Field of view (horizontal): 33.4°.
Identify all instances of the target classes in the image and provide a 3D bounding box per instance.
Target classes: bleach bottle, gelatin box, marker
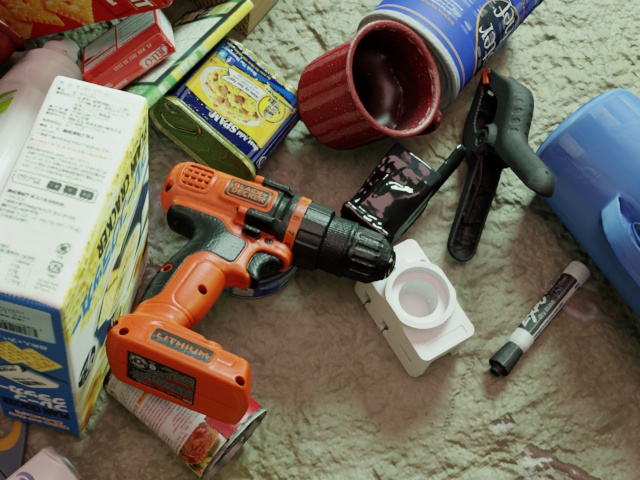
[{"bbox_3d":[-0.235,-0.069,0.807,0.068,0.103,0.250,48,42,-33],"label":"bleach bottle"},{"bbox_3d":[-0.155,-0.154,0.863,0.073,0.089,0.030,-34,117,5],"label":"gelatin box"},{"bbox_3d":[0.175,0.063,0.856,0.020,0.020,0.121,40,69,10],"label":"marker"}]

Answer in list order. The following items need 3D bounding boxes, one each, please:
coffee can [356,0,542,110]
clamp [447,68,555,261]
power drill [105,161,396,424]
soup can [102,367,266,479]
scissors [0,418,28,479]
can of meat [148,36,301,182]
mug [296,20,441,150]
[{"bbox_3d":[0.113,-0.194,0.911,0.103,0.103,0.140,38,68,9],"label":"coffee can"},{"bbox_3d":[0.149,-0.076,0.864,0.039,0.120,0.171,22,61,-27],"label":"clamp"},{"bbox_3d":[-0.053,0.036,0.760,0.184,0.057,0.187,19,49,8],"label":"power drill"},{"bbox_3d":[-0.099,0.116,0.775,0.102,0.068,0.068,40,68,10],"label":"soup can"},{"bbox_3d":[-0.206,0.178,0.764,0.202,0.016,0.096,32,67,7],"label":"scissors"},{"bbox_3d":[-0.073,-0.105,0.869,0.102,0.058,0.083,40,65,-6],"label":"can of meat"},{"bbox_3d":[0.044,-0.115,0.857,0.117,0.082,0.093,23,70,-30],"label":"mug"}]
